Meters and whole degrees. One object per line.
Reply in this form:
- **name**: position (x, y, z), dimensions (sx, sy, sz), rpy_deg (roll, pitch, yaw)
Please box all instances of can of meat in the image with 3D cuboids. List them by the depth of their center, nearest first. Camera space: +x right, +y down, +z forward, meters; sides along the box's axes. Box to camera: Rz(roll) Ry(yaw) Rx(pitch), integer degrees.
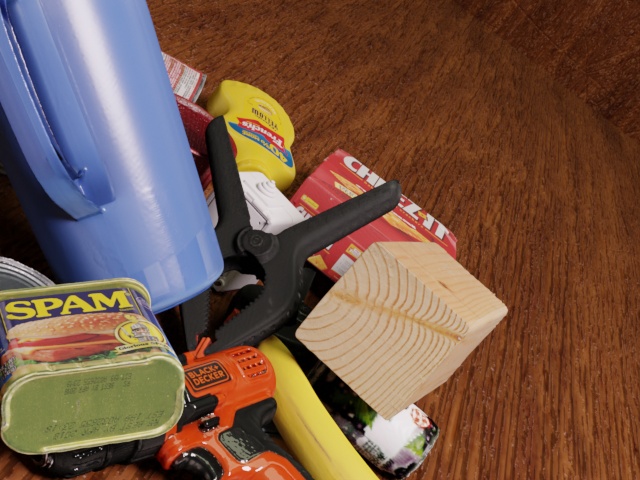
- **can of meat**: position (-0.132, 0.068, 0.581), dimensions (0.102, 0.057, 0.084), rpy_deg (-5, 28, -23)

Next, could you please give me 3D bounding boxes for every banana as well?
- **banana**: position (0.001, 0.137, 0.730), dimensions (0.198, 0.037, 0.069), rpy_deg (51, 4, 25)

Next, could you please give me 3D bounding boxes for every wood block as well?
- **wood block**: position (0.070, 0.061, 0.814), dimensions (0.091, 0.090, 0.206), rpy_deg (43, 11, 13)

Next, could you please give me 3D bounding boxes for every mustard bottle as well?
- **mustard bottle**: position (-0.070, -0.089, 1.060), dimensions (0.096, 0.058, 0.191), rpy_deg (35, 23, -21)

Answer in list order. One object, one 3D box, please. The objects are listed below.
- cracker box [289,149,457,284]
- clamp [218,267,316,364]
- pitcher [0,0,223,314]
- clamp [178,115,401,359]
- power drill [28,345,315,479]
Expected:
- **cracker box**: position (0.050, -0.005, 1.029), dimensions (0.164, 0.072, 0.213), rpy_deg (38, 15, -1)
- **clamp**: position (-0.013, 0.073, 0.864), dimensions (0.120, 0.039, 0.171), rpy_deg (37, 22, 20)
- **pitcher**: position (-0.153, -0.069, 0.692), dimensions (0.149, 0.145, 0.243), rpy_deg (-27, 103, -37)
- **clamp**: position (-0.055, 0.001, 0.802), dimensions (0.165, 0.036, 0.209), rpy_deg (27, 62, 14)
- **power drill**: position (-0.056, 0.149, 0.627), dimensions (0.184, 0.057, 0.188), rpy_deg (-14, 57, -49)
